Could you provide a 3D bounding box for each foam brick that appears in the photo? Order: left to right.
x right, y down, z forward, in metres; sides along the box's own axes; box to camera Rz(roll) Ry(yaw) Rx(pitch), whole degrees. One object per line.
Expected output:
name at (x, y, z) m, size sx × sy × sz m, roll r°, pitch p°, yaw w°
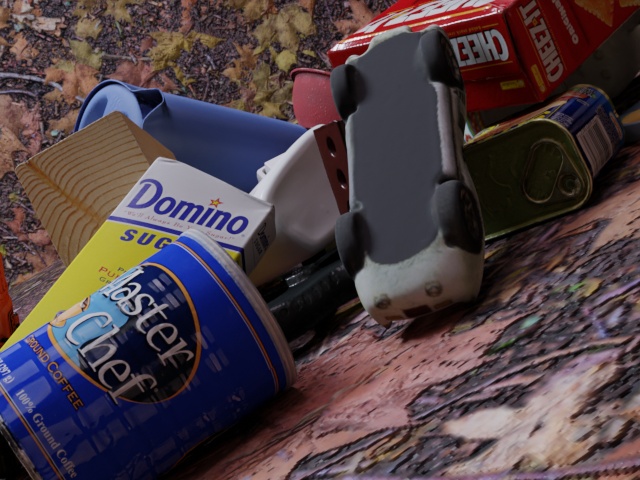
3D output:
foam brick at (0.036, -0.048, 0.699) m, size 0.051 × 0.078 × 0.053 m, roll -20°, pitch 5°, yaw -15°

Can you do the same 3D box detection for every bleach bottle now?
bleach bottle at (-0.056, 0.001, 0.853) m, size 0.102 × 0.068 × 0.251 m, roll -51°, pitch 9°, yaw -32°

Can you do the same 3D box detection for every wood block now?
wood block at (-0.155, -0.027, 0.855) m, size 0.090 × 0.091 × 0.206 m, roll -29°, pitch -4°, yaw 1°

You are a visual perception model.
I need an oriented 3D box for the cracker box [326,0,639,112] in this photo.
cracker box at (0.132, -0.166, 0.743) m, size 0.164 × 0.072 × 0.213 m, roll -3°, pitch 31°, yaw 50°

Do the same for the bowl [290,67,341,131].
bowl at (0.031, -0.128, 1.170) m, size 0.055 × 0.162 × 0.162 m, roll -66°, pitch 15°, yaw -6°

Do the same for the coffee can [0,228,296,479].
coffee can at (-0.098, 0.073, 0.563) m, size 0.140 × 0.103 × 0.103 m, roll -34°, pitch 10°, yaw -19°

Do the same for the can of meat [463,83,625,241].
can of meat at (0.126, -0.048, 0.648) m, size 0.102 × 0.057 × 0.083 m, roll -22°, pitch 10°, yaw 39°

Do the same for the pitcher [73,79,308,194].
pitcher at (-0.126, -0.074, 1.091) m, size 0.242 × 0.145 × 0.149 m, roll 5°, pitch 5°, yaw -41°

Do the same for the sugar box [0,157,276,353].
sugar box at (-0.111, 0.031, 0.679) m, size 0.176 × 0.093 × 0.048 m, roll -58°, pitch -17°, yaw -28°

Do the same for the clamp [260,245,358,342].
clamp at (-0.006, 0.033, 0.692) m, size 0.171 × 0.039 × 0.120 m, roll -26°, pitch 1°, yaw -15°
